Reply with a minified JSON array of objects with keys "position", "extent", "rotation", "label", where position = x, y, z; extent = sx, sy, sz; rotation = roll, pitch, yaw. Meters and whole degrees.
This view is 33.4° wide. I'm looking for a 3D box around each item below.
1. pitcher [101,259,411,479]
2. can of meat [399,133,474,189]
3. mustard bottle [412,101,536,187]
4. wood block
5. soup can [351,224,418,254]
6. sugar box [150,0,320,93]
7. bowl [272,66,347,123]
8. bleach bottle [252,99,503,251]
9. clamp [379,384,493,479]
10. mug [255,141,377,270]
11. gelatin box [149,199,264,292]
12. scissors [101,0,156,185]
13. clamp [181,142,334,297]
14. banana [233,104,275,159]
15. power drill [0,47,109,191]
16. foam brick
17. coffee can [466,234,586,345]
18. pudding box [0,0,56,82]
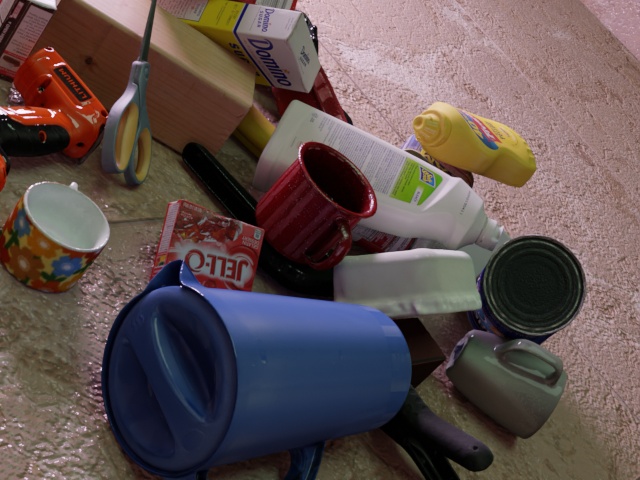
[{"position":[-0.036,0.112,0.816],"extent":[0.145,0.149,0.242],"rotation":[41,21,33],"label":"pitcher"},{"position":[0.126,-0.070,1.221],"extent":[0.102,0.058,0.083],"rotation":[40,25,-3],"label":"can of meat"},{"position":[0.165,-0.114,1.210],"extent":[0.191,0.058,0.096],"rotation":[10,36,-50],"label":"mustard bottle"},{"position":[-0.175,-0.175,1.068],"extent":[0.206,0.091,0.090],"rotation":[31,30,-20],"label":"wood block"},{"position":[0.053,-0.027,1.164],"extent":[0.102,0.069,0.068],"rotation":[31,30,-18],"label":"soup can"},{"position":[-0.095,-0.211,1.133],"extent":[0.176,0.048,0.093],"rotation":[15,-23,21],"label":"sugar box"},{"position":[-0.012,-0.150,1.231],"extent":[0.162,0.055,0.162],"rotation":[-23,90,-80],"label":"bowl"},{"position":[0.064,-0.048,1.085],"extent":[0.251,0.068,0.102],"rotation":[25,59,2],"label":"bleach bottle"},{"position":[0.083,0.156,0.913],"extent":[0.039,0.120,0.171],"rotation":[-33,70,-30],"label":"clamp"},{"position":[-0.004,-0.023,0.995],"extent":[0.093,0.082,0.117],"rotation":[15,40,-41],"label":"mug"},{"position":[-0.097,0.013,0.925],"extent":[0.089,0.030,0.073],"rotation":[21,72,-31],"label":"gelatin box"},{"position":[-0.164,-0.138,0.991],"extent":[0.016,0.096,0.201],"rotation":[5,58,12],"label":"scissors"},{"position":[-0.057,0.001,1.022],"extent":[0.210,0.036,0.164],"rotation":[34,29,-14],"label":"clamp"},{"position":[-0.067,-0.124,1.185],"extent":[0.198,0.037,0.069],"rotation":[48,29,12],"label":"banana"},{"position":[-0.282,-0.116,0.892],"extent":[0.184,0.057,0.187],"rotation":[51,32,9],"label":"power drill"},{"position":[0.070,0.110,1.009],"extent":[0.078,0.053,0.051],"rotation":[0,49,-52],"label":"foam brick"},{"position":[0.212,0.059,1.119],"extent":[0.103,0.102,0.140],"rotation":[47,-8,10],"label":"coffee can"},{"position":[-0.283,-0.218,0.995],"extent":[0.039,0.090,0.113],"rotation":[21,35,-30],"label":"pudding box"}]
